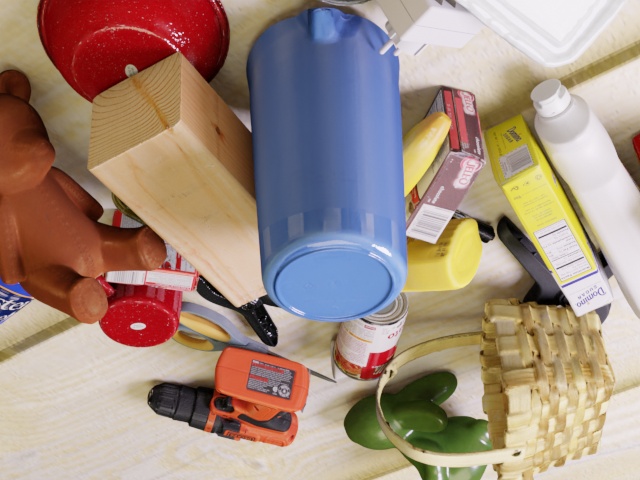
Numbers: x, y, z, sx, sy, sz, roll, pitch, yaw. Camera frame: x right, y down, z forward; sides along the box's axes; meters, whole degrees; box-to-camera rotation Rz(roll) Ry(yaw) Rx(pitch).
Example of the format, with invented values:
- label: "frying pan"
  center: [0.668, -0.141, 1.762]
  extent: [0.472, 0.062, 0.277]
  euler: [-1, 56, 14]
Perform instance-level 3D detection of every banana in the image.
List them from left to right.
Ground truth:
- label: "banana"
  center: [0.053, -0.049, 0.960]
  extent: [0.037, 0.069, 0.198]
  euler: [29, 150, -10]

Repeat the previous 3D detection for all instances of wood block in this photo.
- label: "wood block"
  center: [-0.093, -0.046, 0.899]
  extent: [0.090, 0.091, 0.206]
  euler: [-24, 134, 19]

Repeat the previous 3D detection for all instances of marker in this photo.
- label: "marker"
  center: [0.124, -0.025, 1.059]
  extent: [0.121, 0.020, 0.020]
  euler: [23, 132, -24]

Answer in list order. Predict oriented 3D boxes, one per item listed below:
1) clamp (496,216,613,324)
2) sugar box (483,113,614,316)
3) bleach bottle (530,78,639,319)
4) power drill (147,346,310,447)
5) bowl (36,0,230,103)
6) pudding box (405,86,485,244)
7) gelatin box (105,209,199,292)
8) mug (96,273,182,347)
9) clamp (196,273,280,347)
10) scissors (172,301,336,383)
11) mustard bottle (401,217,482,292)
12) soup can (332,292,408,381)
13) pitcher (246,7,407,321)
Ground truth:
- label: "clamp"
  center: [0.273, 0.045, 1.126]
  extent: [0.164, 0.036, 0.210]
  euler: [-7, 133, 7]
- label: "sugar box"
  center: [0.213, -0.022, 0.988]
  extent: [0.048, 0.093, 0.176]
  euler: [-28, 122, 19]
- label: "bleach bottle"
  center: [0.261, -0.040, 0.970]
  extent: [0.068, 0.102, 0.250]
  euler: [-31, 121, 13]
- label: "power drill"
  center: [-0.099, 0.179, 1.219]
  extent: [0.184, 0.057, 0.188]
  euler: [14, 154, -10]
- label: "bowl"
  center: [-0.156, -0.157, 0.883]
  extent: [0.162, 0.055, 0.162]
  euler: [-1, 138, -1]
- label: "pudding box"
  center: [0.106, -0.068, 0.960]
  extent: [0.039, 0.090, 0.114]
  euler: [15, 136, -15]
- label: "gelatin box"
  center: [-0.163, 0.010, 1.051]
  extent: [0.089, 0.073, 0.030]
  euler: [7, 138, -11]
- label: "mug"
  center: [-0.189, 0.049, 1.085]
  extent: [0.093, 0.081, 0.117]
  euler: [-25, 133, 23]
- label: "clamp"
  center: [-0.064, 0.054, 1.124]
  extent: [0.120, 0.039, 0.171]
  euler: [-26, 134, 31]
- label: "scissors"
  center: [-0.086, 0.124, 1.194]
  extent: [0.201, 0.016, 0.096]
  euler: [33, 145, -25]
- label: "mustard bottle"
  center: [0.055, 0.020, 1.045]
  extent: [0.192, 0.096, 0.058]
  euler: [-6, 113, 29]
- label: "soup can"
  center: [0.053, 0.095, 1.152]
  extent: [0.068, 0.068, 0.102]
  euler: [5, 137, -6]
- label: "pitcher"
  center: [0.007, -0.053, 0.861]
  extent: [0.149, 0.243, 0.145]
  euler: [31, 131, -34]
